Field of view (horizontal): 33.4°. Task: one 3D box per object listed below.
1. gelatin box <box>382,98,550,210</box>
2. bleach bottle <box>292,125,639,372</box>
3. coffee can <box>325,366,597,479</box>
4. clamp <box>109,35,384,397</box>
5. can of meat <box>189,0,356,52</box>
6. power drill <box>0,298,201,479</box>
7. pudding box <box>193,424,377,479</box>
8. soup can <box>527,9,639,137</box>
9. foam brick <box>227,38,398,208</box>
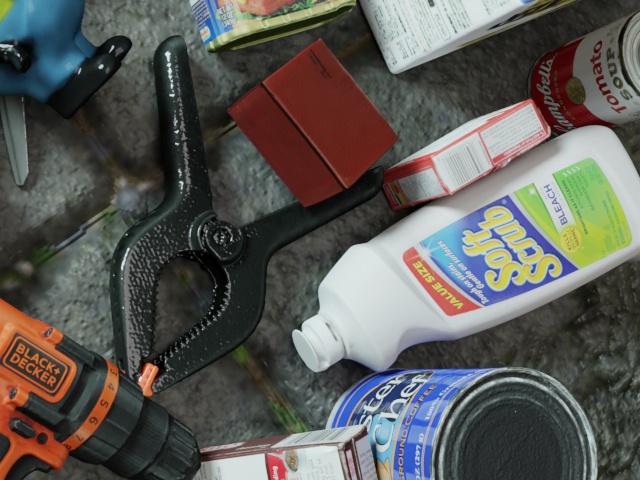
[{"bbox_3d":[0.091,-0.054,0.683,0.089,0.073,0.030,-30,97,-24],"label":"gelatin box"},{"bbox_3d":[0.097,0.019,0.684,0.250,0.068,0.102,-28,97,-21],"label":"bleach bottle"},{"bbox_3d":[0.075,0.125,0.617,0.102,0.140,0.103,3,82,-23],"label":"coffee can"},{"bbox_3d":[-0.054,0.001,0.635,0.164,0.036,0.210,24,71,-18],"label":"clamp"},{"bbox_3d":[-0.036,-0.168,0.653,0.102,0.058,0.084,-20,94,-23],"label":"can of meat"},{"bbox_3d":[-0.161,0.132,0.518,0.184,0.057,0.187,39,62,-27],"label":"power drill"},{"bbox_3d":[-0.021,0.156,0.594,0.039,0.114,0.090,-11,88,-64],"label":"pudding box"},{"bbox_3d":[0.197,-0.110,0.719,0.068,0.102,0.068,3,83,-23],"label":"soup can"},{"bbox_3d":[-0.004,-0.067,0.626,0.052,0.051,0.078,-42,98,-30],"label":"foam brick"}]
